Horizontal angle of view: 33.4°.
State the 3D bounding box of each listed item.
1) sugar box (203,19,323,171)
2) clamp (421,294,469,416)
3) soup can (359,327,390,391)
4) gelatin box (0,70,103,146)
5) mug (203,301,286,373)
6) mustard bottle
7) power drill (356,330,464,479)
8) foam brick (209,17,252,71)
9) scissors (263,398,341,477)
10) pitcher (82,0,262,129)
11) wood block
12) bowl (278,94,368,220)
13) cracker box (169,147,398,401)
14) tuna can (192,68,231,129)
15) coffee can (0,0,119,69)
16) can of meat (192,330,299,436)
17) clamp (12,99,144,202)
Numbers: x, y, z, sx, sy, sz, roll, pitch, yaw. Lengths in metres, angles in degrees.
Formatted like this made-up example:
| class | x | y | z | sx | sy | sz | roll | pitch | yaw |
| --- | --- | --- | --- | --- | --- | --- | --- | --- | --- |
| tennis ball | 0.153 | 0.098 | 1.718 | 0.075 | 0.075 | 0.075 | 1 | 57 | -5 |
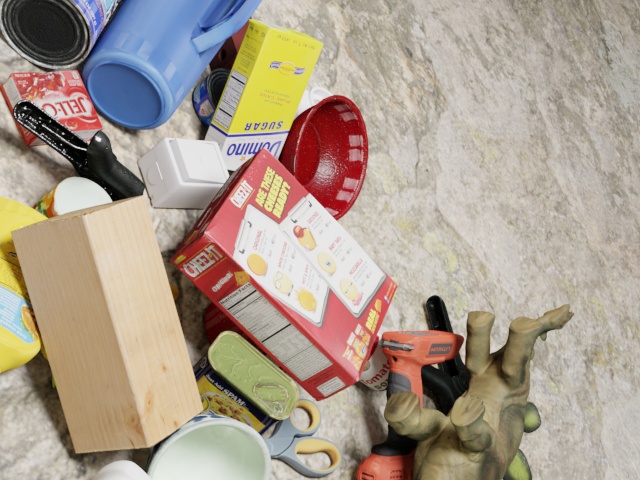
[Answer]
| class | x | y | z | sx | sy | sz | roll | pitch | yaw |
| --- | --- | --- | --- | --- | --- | --- | --- | --- | --- |
| sugar box | -0.070 | -0.165 | 1.260 | 0.093 | 0.176 | 0.048 | 6 | 20 | -45 |
| clamp | 0.172 | 0.177 | 1.379 | 0.210 | 0.036 | 0.164 | 52 | 37 | -10 |
| soup can | 0.045 | 0.125 | 1.251 | 0.102 | 0.069 | 0.068 | 36 | 41 | -26 |
| gelatin box | -0.280 | -0.139 | 1.117 | 0.089 | 0.030 | 0.073 | -13 | 74 | -51 |
| mug | -0.066 | 0.093 | 1.139 | 0.093 | 0.082 | 0.117 | -6 | 68 | -50 |
| mustard bottle | -0.284 | 0.057 | 0.941 | 0.096 | 0.058 | 0.191 | 39 | 39 | -32 |
| power drill | 0.120 | 0.199 | 1.228 | 0.184 | 0.057 | 0.187 | 6 | 88 | -48 |
| foam brick | -0.114 | -0.252 | 1.369 | 0.051 | 0.053 | 0.078 | 4 | 59 | -47 |
| scissors | -0.056 | 0.202 | 1.124 | 0.201 | 0.016 | 0.096 | 20 | 48 | -38 |
| pitcher | -0.165 | -0.241 | 1.218 | 0.145 | 0.149 | 0.242 | 28 | 49 | -7 |
| wood block | -0.187 | 0.074 | 0.951 | 0.090 | 0.091 | 0.206 | -28 | 105 | -60 |
| bowl | -0.005 | -0.104 | 1.342 | 0.161 | 0.055 | 0.162 | -20 | 115 | -51 |
| cracker box | -0.031 | 0.035 | 1.091 | 0.213 | 0.072 | 0.164 | 45 | 37 | -13 |
| tuna can | -0.115 | -0.168 | 1.319 | 0.086 | 0.034 | 0.086 | 28 | 45 | -32 |
| coffee can | -0.274 | -0.268 | 1.159 | 0.102 | 0.103 | 0.140 | 39 | 40 | -22 |
| can of meat | -0.086 | 0.153 | 1.057 | 0.102 | 0.084 | 0.057 | 40 | 36 | -4 |
| clamp | -0.219 | -0.075 | 1.063 | 0.039 | 0.120 | 0.171 | -55 | 141 | -9 |
